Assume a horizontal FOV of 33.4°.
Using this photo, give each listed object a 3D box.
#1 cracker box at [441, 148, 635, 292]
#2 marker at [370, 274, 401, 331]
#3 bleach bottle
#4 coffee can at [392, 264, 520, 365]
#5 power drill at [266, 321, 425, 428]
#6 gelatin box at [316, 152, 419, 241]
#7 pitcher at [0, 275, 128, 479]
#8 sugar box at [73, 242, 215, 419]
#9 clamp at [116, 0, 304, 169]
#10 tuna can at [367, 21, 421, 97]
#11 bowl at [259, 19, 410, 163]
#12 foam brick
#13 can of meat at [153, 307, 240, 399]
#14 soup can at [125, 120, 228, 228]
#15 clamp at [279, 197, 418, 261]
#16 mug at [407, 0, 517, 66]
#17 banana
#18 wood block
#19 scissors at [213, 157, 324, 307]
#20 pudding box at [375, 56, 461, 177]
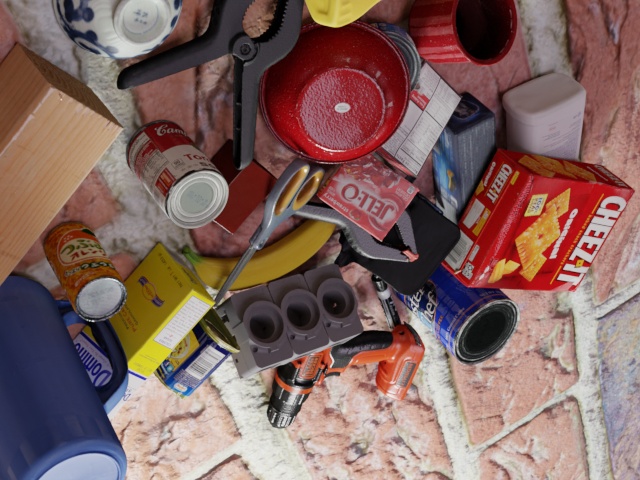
[{"bbox_3d":[0.272,-0.019,1.326,0.213,0.072,0.164,5,121,-39],"label":"cracker box"},{"bbox_3d":[0.088,0.082,1.399,0.020,0.020,0.121,-33,136,-11],"label":"marker"},{"bbox_3d":[0.283,-0.089,1.376,0.102,0.068,0.251,-24,136,-18],"label":"bleach bottle"},{"bbox_3d":[0.172,0.077,1.367,0.102,0.140,0.103,-19,132,-23],"label":"coffee can"},{"bbox_3d":[0.031,0.170,1.386,0.187,0.057,0.185,4,123,-30],"label":"power drill"},{"bbox_3d":[0.052,-0.053,1.182,0.089,0.030,0.073,36,94,-11],"label":"gelatin box"},{"bbox_3d":[-0.269,0.150,1.029,0.149,0.243,0.144,-49,139,7],"label":"pitcher"},{"bbox_3d":[-0.201,0.098,1.147,0.176,0.093,0.048,-47,136,4],"label":"sugar box"},{"bbox_3d":[-0.089,-0.190,1.036,0.164,0.036,0.210,25,99,-34],"label":"clamp"},{"bbox_3d":[0.062,-0.187,1.134,0.086,0.034,0.086,-2,122,-3],"label":"tuna can"},{"bbox_3d":[0.018,-0.143,1.098,0.162,0.055,0.162,-2,118,-5],"label":"bowl"},{"bbox_3d":[-0.095,-0.057,1.133,0.078,0.051,0.053,-47,136,4],"label":"foam brick"},{"bbox_3d":[-0.151,0.114,1.192,0.084,0.102,0.057,-45,137,5],"label":"can of meat"},{"bbox_3d":[-0.142,-0.066,1.055,0.068,0.102,0.068,-19,132,-23],"label":"soup can"},{"bbox_3d":[0.039,-0.030,1.221,0.120,0.039,0.171,-37,104,8],"label":"clamp"},{"bbox_3d":[0.150,-0.242,1.134,0.093,0.082,0.117,14,87,-35],"label":"mug"},{"bbox_3d":[-0.062,0.017,1.225,0.197,0.037,0.070,-17,133,-25],"label":"banana"},{"bbox_3d":[-0.287,-0.060,0.964,0.206,0.090,0.090,-50,137,7],"label":"wood block"},{"bbox_3d":[-0.054,-0.012,1.177,0.096,0.016,0.202,-24,150,-52],"label":"scissors"},{"bbox_3d":[0.101,-0.140,1.203,0.090,0.039,0.113,34,86,-47],"label":"pudding box"}]
